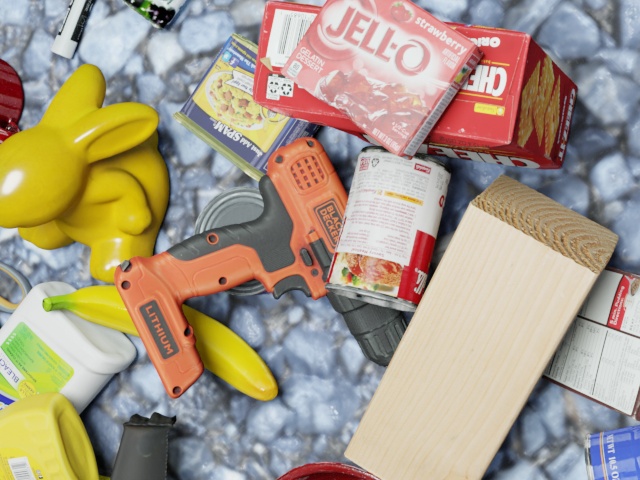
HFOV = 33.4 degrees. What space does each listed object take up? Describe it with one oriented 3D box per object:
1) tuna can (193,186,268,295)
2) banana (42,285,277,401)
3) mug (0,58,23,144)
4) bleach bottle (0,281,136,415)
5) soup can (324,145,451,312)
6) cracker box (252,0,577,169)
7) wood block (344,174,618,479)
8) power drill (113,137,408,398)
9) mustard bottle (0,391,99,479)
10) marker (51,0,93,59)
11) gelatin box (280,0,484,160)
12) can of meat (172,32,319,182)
[{"bbox_3d":[-0.056,0.001,0.845,0.086,0.033,0.086,-1,87,20],"label":"tuna can"},{"bbox_3d":[-0.119,0.076,0.848,0.198,0.069,0.037,19,122,8],"label":"banana"},{"bbox_3d":[-0.302,-0.119,0.915,0.117,0.081,0.093,36,99,18],"label":"mug"},{"bbox_3d":[-0.268,0.157,0.902,0.102,0.068,0.251,42,104,13],"label":"bleach bottle"},{"bbox_3d":[0.047,-0.007,0.739,0.069,0.068,0.102,12,82,20],"label":"soup can"},{"bbox_3d":[0.072,-0.095,0.709,0.164,0.213,0.072,11,93,20],"label":"cracker box"},{"bbox_3d":[0.107,0.072,0.721,0.091,0.090,0.206,30,115,13],"label":"wood block"},{"bbox_3d":[-0.042,0.041,0.785,0.187,0.057,0.184,-27,94,-10],"label":"power drill"},{"bbox_3d":[-0.279,0.182,0.846,0.192,0.058,0.096,-13,110,12],"label":"mustard bottle"},{"bbox_3d":[-0.200,-0.215,0.916,0.020,0.020,0.121,25,96,19],"label":"marker"},{"bbox_3d":[0.033,-0.099,0.592,0.089,0.030,0.073,38,101,17],"label":"gelatin box"},{"bbox_3d":[-0.051,-0.103,0.837,0.102,0.057,0.084,37,98,18],"label":"can of meat"}]
